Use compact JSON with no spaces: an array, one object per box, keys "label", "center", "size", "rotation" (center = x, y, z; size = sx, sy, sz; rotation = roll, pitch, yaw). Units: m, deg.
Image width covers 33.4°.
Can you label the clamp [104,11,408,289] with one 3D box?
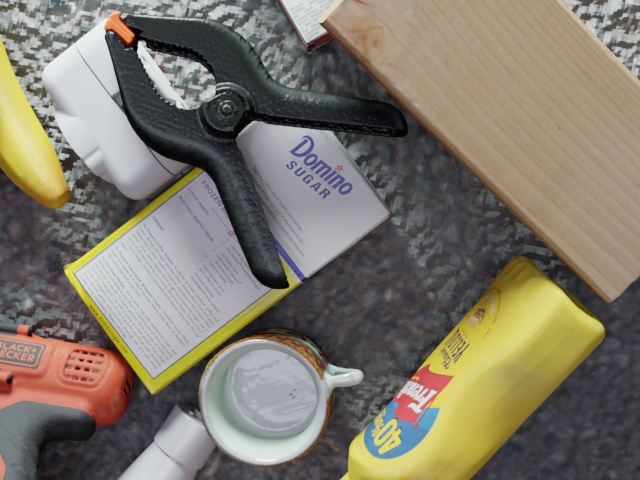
[{"label":"clamp","center":[-0.051,-0.056,0.579],"size":[0.171,0.039,0.120],"rotation":[29,77,2]}]

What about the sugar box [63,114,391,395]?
[{"label":"sugar box","center":[-0.054,0.001,0.631],"size":[0.176,0.048,0.093],"rotation":[-37,90,4]}]

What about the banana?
[{"label":"banana","center":[-0.198,-0.111,0.631],"size":[0.037,0.070,0.198],"rotation":[-21,100,-36]}]

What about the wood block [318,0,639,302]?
[{"label":"wood block","center":[0.103,-0.076,0.565],"size":[0.206,0.090,0.091],"rotation":[43,98,-9]}]

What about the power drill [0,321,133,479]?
[{"label":"power drill","center":[-0.216,0.126,0.601],"size":[0.184,0.057,0.187],"rotation":[7,51,7]}]

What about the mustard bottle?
[{"label":"mustard bottle","center":[0.071,0.098,0.597],"size":[0.058,0.096,0.192],"rotation":[39,98,-11]}]
